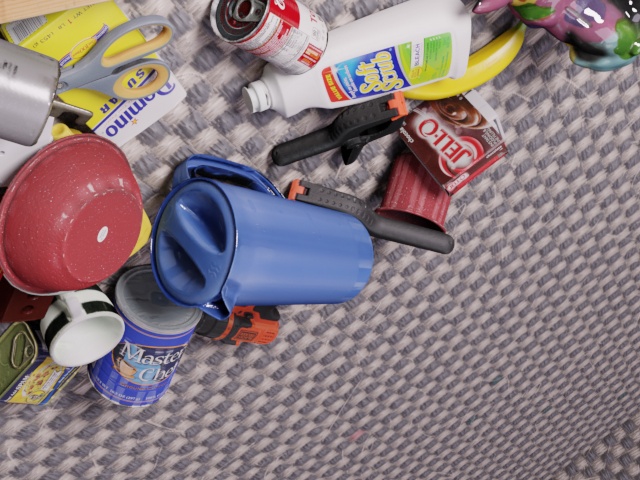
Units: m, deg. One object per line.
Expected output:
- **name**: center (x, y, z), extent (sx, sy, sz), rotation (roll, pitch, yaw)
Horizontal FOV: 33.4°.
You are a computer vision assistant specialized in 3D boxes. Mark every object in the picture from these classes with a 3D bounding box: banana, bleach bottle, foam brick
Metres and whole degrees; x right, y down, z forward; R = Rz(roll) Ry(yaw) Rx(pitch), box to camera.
- **banana**: center (0.164, -0.204, 1.251), extent (0.197, 0.037, 0.069), rotation (-29, 128, -14)
- **bleach bottle**: center (0.036, -0.183, 1.130), extent (0.250, 0.068, 0.102), rotation (-22, 144, -16)
- **foam brick**: center (-0.307, 0.039, 1.109), extent (0.052, 0.051, 0.078), rotation (-3, 136, -41)

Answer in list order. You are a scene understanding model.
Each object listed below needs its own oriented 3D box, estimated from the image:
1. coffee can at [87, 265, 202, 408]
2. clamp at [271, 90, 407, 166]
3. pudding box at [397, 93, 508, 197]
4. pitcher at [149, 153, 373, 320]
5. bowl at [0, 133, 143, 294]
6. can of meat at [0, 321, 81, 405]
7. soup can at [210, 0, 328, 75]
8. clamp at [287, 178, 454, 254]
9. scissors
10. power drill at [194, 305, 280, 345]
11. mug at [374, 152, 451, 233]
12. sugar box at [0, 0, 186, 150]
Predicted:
- **coffee can**: center (-0.207, 0.114, 1.253), extent (0.102, 0.103, 0.140), rotation (-8, 139, -37)
- **clamp**: center (0.026, -0.118, 1.180), extent (0.120, 0.039, 0.172), rotation (-14, 168, -33)
- **pudding box**: center (0.155, -0.121, 1.274), extent (0.090, 0.114, 0.039), rotation (-37, 148, 2)
- **pitcher**: center (-0.058, 0.001, 1.167), extent (0.242, 0.145, 0.149), rotation (7, 102, -48)
- **bowl**: center (-0.216, -0.014, 0.980), extent (0.161, 0.055, 0.162), rotation (-34, 138, -38)
- **can of meat**: center (-0.331, 0.143, 1.221), extent (0.102, 0.057, 0.083), rotation (-45, 149, 17)
- **soup can**: center (-0.047, -0.204, 1.016), extent (0.069, 0.068, 0.102), rotation (-46, 147, 17)
- **clamp**: center (0.039, -0.019, 1.322), extent (0.209, 0.036, 0.165), rotation (24, 159, -27)
- **scissors**: center (-0.212, -0.129, 0.922), extent (0.201, 0.016, 0.096), rotation (-30, 150, -3)
- **power drill**: center (-0.081, 0.054, 1.342), extent (0.188, 0.057, 0.184), rotation (-46, 147, 21)
- **mug**: center (0.117, -0.056, 1.341), extent (0.093, 0.081, 0.117), rotation (23, 164, -20)
- **sugar box**: center (-0.197, -0.158, 0.956), extent (0.093, 0.048, 0.176), rotation (-36, 147, 2)
